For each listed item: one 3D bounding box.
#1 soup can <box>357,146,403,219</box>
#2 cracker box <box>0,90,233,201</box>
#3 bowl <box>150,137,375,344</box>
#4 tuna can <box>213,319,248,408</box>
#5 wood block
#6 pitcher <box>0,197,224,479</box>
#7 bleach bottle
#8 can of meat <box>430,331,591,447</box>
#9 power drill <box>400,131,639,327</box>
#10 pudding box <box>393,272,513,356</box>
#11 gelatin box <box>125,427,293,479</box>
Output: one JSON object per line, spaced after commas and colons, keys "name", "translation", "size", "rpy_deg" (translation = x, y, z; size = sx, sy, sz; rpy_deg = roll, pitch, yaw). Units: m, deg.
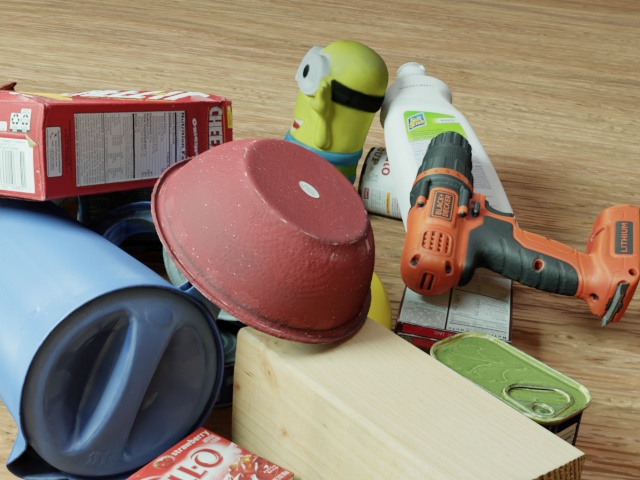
{"name": "soup can", "translation": [0.096, -0.053, 1.070], "size": [0.102, 0.068, 0.068], "rpy_deg": [13, 25, 17]}
{"name": "cracker box", "translation": [-0.191, -0.078, 0.799], "size": [0.164, 0.072, 0.213], "rpy_deg": [7, 11, 30]}
{"name": "bowl", "translation": [-0.022, -0.014, 0.673], "size": [0.162, 0.055, 0.162], "rpy_deg": [26, 34, -19]}
{"name": "tuna can", "translation": [-0.084, 0.084, 0.769], "size": [0.086, 0.034, 0.086], "rpy_deg": [5, 24, -2]}
{"name": "wood block", "translation": [0.042, 0.125, 0.640], "size": [0.090, 0.090, 0.206], "rpy_deg": [-14, 31, -37]}
{"name": "pitcher", "translation": [-0.170, 0.042, 0.724], "size": [0.149, 0.145, 0.243], "rpy_deg": [-5, 23, -34]}
{"name": "bleach bottle", "translation": [0.116, -0.073, 1.000], "size": [0.102, 0.068, 0.251], "rpy_deg": [-2, 51, -10]}
{"name": "can of meat", "translation": [0.113, 0.119, 0.675], "size": [0.057, 0.084, 0.102], "rpy_deg": [-16, 32, -40]}
{"name": "power drill", "translation": [0.163, -0.012, 0.875], "size": [0.187, 0.057, 0.184], "rpy_deg": [13, 45, 4]}
{"name": "pudding box", "translation": [0.108, 0.062, 0.857], "size": [0.090, 0.039, 0.113], "rpy_deg": [11, 27, 7]}
{"name": "gelatin box", "translation": [-0.070, 0.152, 0.627], "size": [0.073, 0.030, 0.089], "rpy_deg": [20, 28, 29]}
